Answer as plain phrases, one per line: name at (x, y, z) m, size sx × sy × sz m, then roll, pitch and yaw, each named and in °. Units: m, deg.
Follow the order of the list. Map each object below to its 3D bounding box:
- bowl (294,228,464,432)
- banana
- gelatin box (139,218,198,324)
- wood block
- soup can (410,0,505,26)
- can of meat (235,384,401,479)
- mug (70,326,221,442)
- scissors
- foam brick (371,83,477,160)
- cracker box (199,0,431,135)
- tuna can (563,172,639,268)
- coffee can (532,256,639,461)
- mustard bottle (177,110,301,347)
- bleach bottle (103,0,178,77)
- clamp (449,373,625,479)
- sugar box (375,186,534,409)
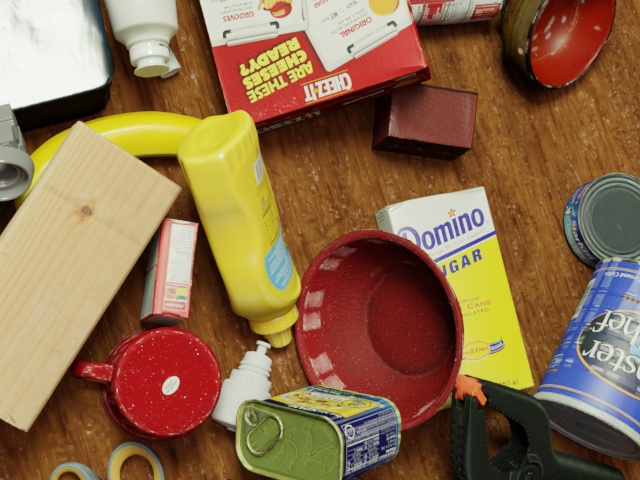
bowl at (0.057, 0.070, 0.857) m, size 0.055 × 0.162 × 0.162 m, roll -6°, pitch 81°, yaw -52°
banana at (-0.168, -0.067, 0.864) m, size 0.197 × 0.037 × 0.069 m, roll -24°, pitch 105°, yaw -15°
gelatin box at (-0.118, 0.027, 0.832) m, size 0.030 × 0.089 × 0.073 m, roll 8°, pitch 80°, yaw -14°
wood block at (-0.200, 0.024, 0.791) m, size 0.090 × 0.090 × 0.206 m, roll 34°, pitch 84°, yaw -15°
soup can at (0.104, -0.224, 0.937) m, size 0.102 × 0.069 × 0.068 m, roll -8°, pitch 83°, yaw -15°
can of meat at (0.000, 0.148, 0.820) m, size 0.083 × 0.102 × 0.057 m, roll -8°, pitch 101°, yaw -52°
mug at (-0.132, 0.107, 0.819) m, size 0.117 × 0.082 × 0.093 m, roll 14°, pitch 78°, yaw -12°
scissors at (-0.127, 0.242, 0.831) m, size 0.096 × 0.016 × 0.202 m, roll -42°, pitch 92°, yaw -10°
foam brick at (0.089, -0.103, 0.923) m, size 0.078 × 0.053 × 0.051 m, roll 7°, pitch 80°, yaw -12°
cracker box at (-0.016, -0.212, 0.876) m, size 0.164 × 0.072 × 0.214 m, roll -16°, pitch 86°, yaw 11°
tuna can at (0.264, -0.016, 0.961) m, size 0.086 × 0.034 × 0.086 m, roll 2°, pitch 81°, yaw -14°
coffee can at (0.253, 0.100, 0.903) m, size 0.102 × 0.103 × 0.140 m, roll 32°, pitch 73°, yaw -7°
mustard bottle at (-0.056, 0.001, 0.841) m, size 0.058 × 0.096 × 0.191 m, roll -12°, pitch 116°, yaw 10°
bleach bottle at (-0.152, -0.252, 0.855) m, size 0.068 × 0.102 × 0.251 m, roll -11°, pitch 82°, yaw 4°
clamp at (0.155, 0.196, 0.868) m, size 0.164 × 0.036 × 0.210 m, roll -47°, pitch 119°, yaw -14°
sugar box at (0.113, 0.049, 0.908) m, size 0.093 × 0.048 × 0.176 m, roll -12°, pitch 85°, yaw -15°
